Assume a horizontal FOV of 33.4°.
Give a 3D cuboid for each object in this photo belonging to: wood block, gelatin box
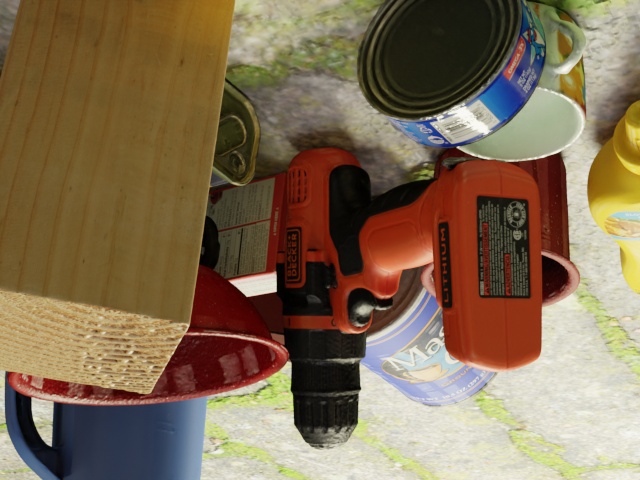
[{"bbox_3d":[-0.096,-0.049,0.471,0.090,0.206,0.091,12,152,-13],"label":"wood block"},{"bbox_3d":[-0.055,0.001,0.709,0.089,0.073,0.030,-12,148,30],"label":"gelatin box"}]

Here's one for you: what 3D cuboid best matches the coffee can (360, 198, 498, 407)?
[{"bbox_3d":[0.060,0.047,0.748,0.103,0.103,0.140,-11,149,29],"label":"coffee can"}]

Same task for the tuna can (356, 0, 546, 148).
[{"bbox_3d":[0.062,-0.087,0.503,0.086,0.086,0.033,-14,149,32],"label":"tuna can"}]

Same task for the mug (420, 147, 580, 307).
[{"bbox_3d":[0.109,-0.006,0.658,0.093,0.081,0.117,3,153,4],"label":"mug"}]

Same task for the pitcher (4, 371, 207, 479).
[{"bbox_3d":[-0.161,0.155,0.843,0.149,0.243,0.145,-5,149,5],"label":"pitcher"}]

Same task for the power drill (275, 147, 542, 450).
[{"bbox_3d":[0.039,0.032,0.596,0.057,0.184,0.188,0,177,-35],"label":"power drill"}]

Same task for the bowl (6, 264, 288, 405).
[{"bbox_3d":[-0.101,0.053,0.627,0.162,0.055,0.162,-6,160,-2],"label":"bowl"}]
